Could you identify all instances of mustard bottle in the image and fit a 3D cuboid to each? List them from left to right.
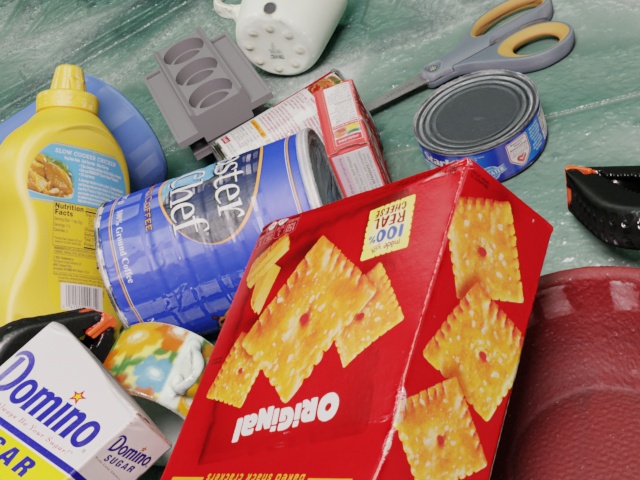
[{"bbox_3d":[-0.167,-0.021,0.692,0.058,0.096,0.191,-8,77,40],"label":"mustard bottle"}]

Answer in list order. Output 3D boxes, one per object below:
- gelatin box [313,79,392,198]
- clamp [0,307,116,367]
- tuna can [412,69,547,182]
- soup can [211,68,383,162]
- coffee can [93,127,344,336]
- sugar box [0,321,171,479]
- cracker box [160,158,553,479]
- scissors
[{"bbox_3d":[0.027,-0.047,0.683,0.030,0.089,0.073,-19,39,8],"label":"gelatin box"},{"bbox_3d":[-0.190,0.097,0.606,0.039,0.120,0.171,9,60,50],"label":"clamp"},{"bbox_3d":[0.107,-0.075,0.712,0.086,0.033,0.086,-16,40,14],"label":"tuna can"},{"bbox_3d":[-0.016,-0.065,0.746,0.102,0.068,0.069,-32,39,-5],"label":"soup can"},{"bbox_3d":[-0.054,0.001,0.666,0.140,0.102,0.103,-19,39,11],"label":"coffee can"},{"bbox_3d":[-0.170,0.129,0.534,0.176,0.048,0.093,-45,49,-10],"label":"sugar box"},{"bbox_3d":[0.004,0.080,0.497,0.164,0.072,0.213,-15,47,51],"label":"cracker box"},{"bbox_3d":[0.101,-0.120,0.781,0.201,0.016,0.096,-37,40,-11],"label":"scissors"}]
